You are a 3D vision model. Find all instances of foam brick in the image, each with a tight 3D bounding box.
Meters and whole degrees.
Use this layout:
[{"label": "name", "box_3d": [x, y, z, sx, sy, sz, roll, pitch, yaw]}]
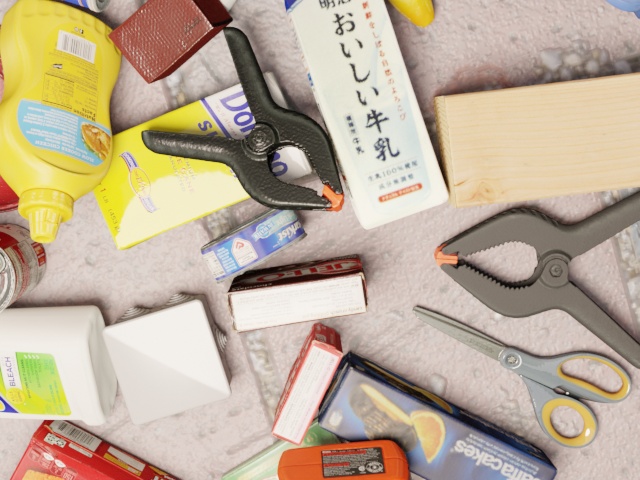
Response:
[{"label": "foam brick", "box_3d": [-0.121, -0.173, 0.869, 0.078, 0.051, 0.053, -35, 97, 21]}]

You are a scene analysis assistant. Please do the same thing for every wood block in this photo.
[{"label": "wood block", "box_3d": [0.203, -0.085, 0.870, 0.206, 0.090, 0.091, -7, 97, 1]}]

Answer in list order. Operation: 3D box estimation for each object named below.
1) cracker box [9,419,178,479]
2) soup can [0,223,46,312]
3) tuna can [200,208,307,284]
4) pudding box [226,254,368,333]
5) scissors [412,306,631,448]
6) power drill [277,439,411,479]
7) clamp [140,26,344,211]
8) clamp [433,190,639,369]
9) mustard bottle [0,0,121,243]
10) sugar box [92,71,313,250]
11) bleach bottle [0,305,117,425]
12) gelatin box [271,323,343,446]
[{"label": "cracker box", "box_3d": [-0.218, 0.285, 0.926, 0.164, 0.072, 0.214, 29, 97, -3]}, {"label": "soup can", "box_3d": [-0.271, 0.024, 0.878, 0.068, 0.102, 0.068, 0, 97, 0]}, {"label": "tuna can", "box_3d": [-0.056, 0.001, 0.884, 0.086, 0.086, 0.034, -28, 94, 3]}, {"label": "pudding box", "box_3d": [-0.018, 0.043, 0.886, 0.113, 0.090, 0.039, -11, 98, 2]}, {"label": "scissors", "box_3d": [0.169, 0.123, 0.933, 0.201, 0.016, 0.096, 11, 97, -1]}, {"label": "power drill", "box_3d": [0.009, 0.260, 0.892, 0.184, 0.057, 0.188, -6, 118, -2]}, {"label": "clamp", "box_3d": [-0.045, -0.089, 0.849, 0.171, 0.039, 0.120, 30, 95, 6]}, {"label": "clamp", "box_3d": [0.203, 0.032, 0.911, 0.210, 0.036, 0.164, -2, 98, 3]}, {"label": "mustard bottle", "box_3d": [-0.208, -0.089, 0.834, 0.096, 0.058, 0.191, 19, 60, -39]}, {"label": "sugar box", "box_3d": [-0.103, -0.067, 0.894, 0.176, 0.048, 0.093, -23, 94, 4]}, {"label": "bleach bottle", "box_3d": [-0.307, 0.109, 0.907, 0.251, 0.068, 0.102, -3, 119, 6]}, {"label": "gelatin box", "box_3d": [-0.011, 0.120, 0.904, 0.030, 0.073, 0.089, 23, 97, -2]}]
